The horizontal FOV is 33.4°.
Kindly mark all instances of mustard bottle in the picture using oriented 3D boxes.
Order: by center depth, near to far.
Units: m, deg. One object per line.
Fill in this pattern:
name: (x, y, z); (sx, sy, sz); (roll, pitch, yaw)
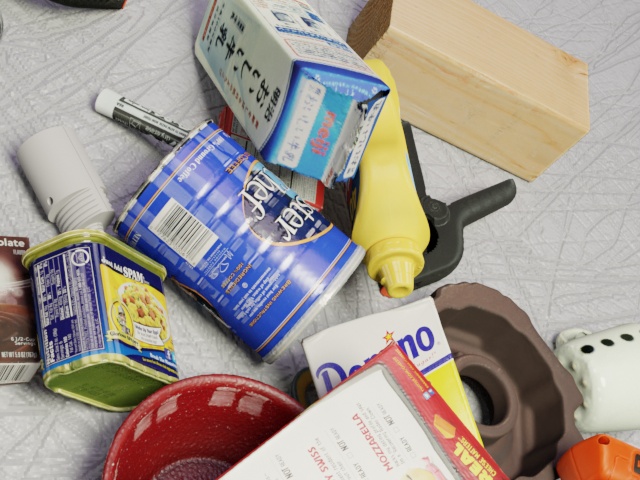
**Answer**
mustard bottle: (0.044, -0.039, 0.797); (0.058, 0.096, 0.191); (-6, 52, -5)

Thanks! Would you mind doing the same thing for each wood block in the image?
wood block: (0.131, -0.148, 0.960); (0.206, 0.090, 0.090); (24, 49, -18)

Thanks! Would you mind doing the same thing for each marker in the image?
marker: (-0.109, -0.078, 0.783); (0.121, 0.020, 0.020); (26, 46, 8)

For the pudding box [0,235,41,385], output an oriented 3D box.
pudding box: (-0.227, 0.041, 0.633); (0.113, 0.039, 0.090); (4, 56, -31)

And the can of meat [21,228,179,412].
can of meat: (-0.131, 0.052, 0.652); (0.102, 0.057, 0.084); (40, 32, -60)

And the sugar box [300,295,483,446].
sugar box: (0.056, 0.133, 0.687); (0.093, 0.048, 0.176); (-18, 79, -2)

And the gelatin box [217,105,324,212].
gelatin box: (-0.040, -0.060, 0.831); (0.089, 0.030, 0.073); (19, 52, -20)

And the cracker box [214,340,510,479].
cracker box: (0.011, 0.180, 0.575); (0.213, 0.072, 0.164); (-34, 79, -33)

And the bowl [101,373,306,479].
bowl: (-0.060, 0.164, 0.638); (0.162, 0.055, 0.162); (14, 55, -21)

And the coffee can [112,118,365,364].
coffee can: (-0.055, 0.001, 0.727); (0.140, 0.103, 0.102); (40, 46, -1)

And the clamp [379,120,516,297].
clamp: (0.097, -0.018, 0.877); (0.120, 0.039, 0.171); (18, 54, 0)
